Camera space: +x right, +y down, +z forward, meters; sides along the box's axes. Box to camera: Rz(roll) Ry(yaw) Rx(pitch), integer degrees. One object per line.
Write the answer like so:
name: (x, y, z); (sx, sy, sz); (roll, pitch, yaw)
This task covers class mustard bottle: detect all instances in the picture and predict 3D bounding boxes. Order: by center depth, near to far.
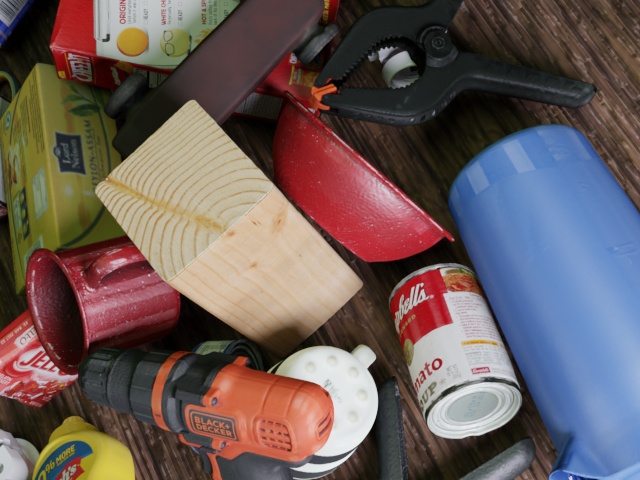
mustard bottle: (-0.173, 0.194, 0.771); (0.096, 0.058, 0.192); (-49, 30, 15)

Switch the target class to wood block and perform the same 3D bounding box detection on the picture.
wood block: (-0.055, 0.002, 0.748); (0.090, 0.206, 0.091); (-42, 64, 1)

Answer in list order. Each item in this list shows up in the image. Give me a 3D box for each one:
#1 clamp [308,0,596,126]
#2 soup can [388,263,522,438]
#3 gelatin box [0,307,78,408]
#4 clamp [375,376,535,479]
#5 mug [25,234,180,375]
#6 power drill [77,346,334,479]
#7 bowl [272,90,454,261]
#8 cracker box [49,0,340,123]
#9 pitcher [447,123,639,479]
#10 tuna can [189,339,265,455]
clamp: (0.086, -0.153, 0.802); (0.210, 0.036, 0.164); (-16, 79, -8)
soup can: (0.092, 0.076, 0.733); (0.068, 0.068, 0.102); (-23, 48, 10)
gelatin box: (-0.221, 0.093, 0.837); (0.073, 0.089, 0.030); (-38, 63, 2)
clamp: (0.056, 0.180, 0.739); (0.120, 0.039, 0.171); (29, 75, 32)
mug: (-0.150, 0.035, 0.763); (0.081, 0.117, 0.093); (-16, 67, -36)
power drill: (-0.070, 0.158, 0.713); (0.185, 0.187, 0.057); (8, 34, 28)
bowl: (0.018, -0.035, 0.764); (0.055, 0.162, 0.162); (-48, 63, 5)
cracker box: (-0.093, -0.192, 0.864); (0.213, 0.072, 0.164); (11, 72, -5)
pitcher: (0.188, 0.043, 0.703); (0.145, 0.149, 0.243); (-35, 59, 21)
tuna can: (-0.070, 0.115, 0.779); (0.034, 0.086, 0.086); (-3, 70, 19)
